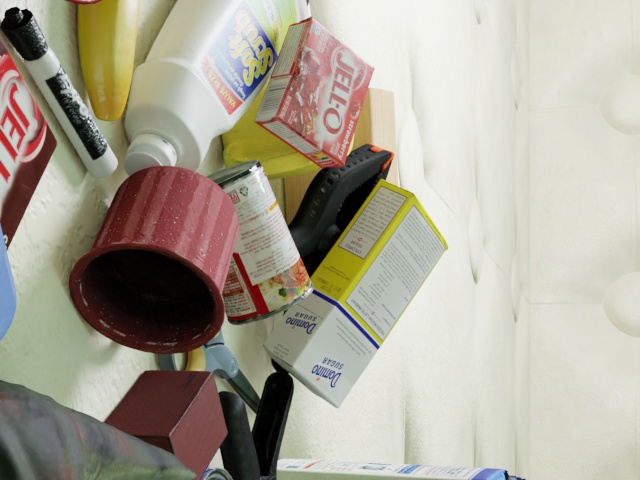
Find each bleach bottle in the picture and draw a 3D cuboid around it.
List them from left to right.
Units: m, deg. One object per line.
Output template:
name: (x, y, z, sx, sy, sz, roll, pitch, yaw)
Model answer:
bleach bottle: (-0.077, -0.123, 0.761, 0.250, 0.068, 0.102, -70, 152, -44)

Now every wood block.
wood block: (0.022, -0.036, 1.004, 0.090, 0.091, 0.206, -16, 103, -71)

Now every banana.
banana: (-0.121, -0.172, 0.669, 0.069, 0.037, 0.197, 58, 35, -55)

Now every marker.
marker: (-0.148, -0.083, 0.608, 0.121, 0.020, 0.020, 68, 27, -47)

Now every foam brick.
foam brick: (-0.100, 0.124, 0.682, 0.078, 0.053, 0.051, -55, 140, -60)

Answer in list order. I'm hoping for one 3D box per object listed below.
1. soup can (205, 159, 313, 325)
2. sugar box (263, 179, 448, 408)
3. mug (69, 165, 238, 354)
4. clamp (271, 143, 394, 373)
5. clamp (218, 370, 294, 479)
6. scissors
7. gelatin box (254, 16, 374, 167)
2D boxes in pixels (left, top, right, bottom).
soup can: (-0.055, 0.001, 0.771, 0.102, 0.069, 0.068, 67, 23, -12)
sugar box: (0.032, 0.046, 0.903, 0.176, 0.048, 0.093, -52, 140, -10)
mug: (-0.099, 0.017, 0.658, 0.081, 0.093, 0.117, -79, -171, -46)
clamp: (-0.003, 0.007, 0.907, 0.209, 0.036, 0.164, -51, 148, -23)
clamp: (-0.051, 0.185, 0.838, 0.120, 0.039, 0.171, -20, 115, -62)
scissors: (-0.080, 0.104, 0.804, 0.096, 0.016, 0.201, -70, 152, -45)
gelatin box: (-0.002, -0.110, 0.800, 0.073, 0.030, 0.089, 33, 67, -36)
